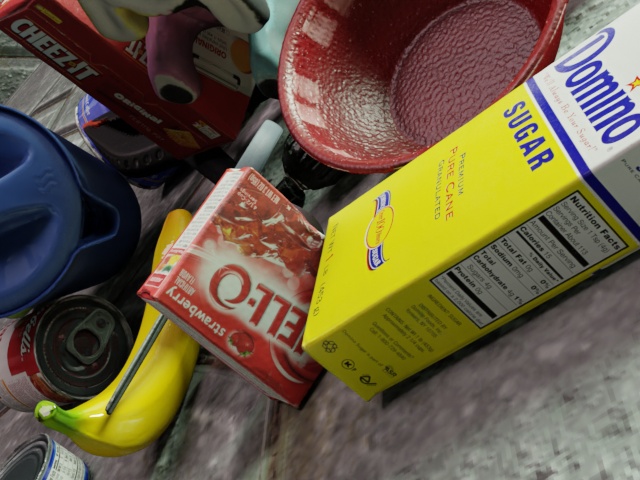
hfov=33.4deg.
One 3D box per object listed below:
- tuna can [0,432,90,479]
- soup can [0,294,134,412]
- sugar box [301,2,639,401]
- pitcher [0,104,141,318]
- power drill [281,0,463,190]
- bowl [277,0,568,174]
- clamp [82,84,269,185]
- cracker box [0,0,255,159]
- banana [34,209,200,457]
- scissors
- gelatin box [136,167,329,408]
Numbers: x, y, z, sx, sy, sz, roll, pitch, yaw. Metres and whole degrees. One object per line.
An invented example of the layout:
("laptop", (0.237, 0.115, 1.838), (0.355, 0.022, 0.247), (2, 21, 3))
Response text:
("tuna can", (-0.172, 0.157, 0.618), (0.086, 0.033, 0.086), (-40, 23, 21))
("soup can", (-0.178, 0.078, 0.716), (0.102, 0.068, 0.068), (-20, 35, 52))
("sugar box", (0.073, -0.015, 0.417), (0.176, 0.048, 0.093), (-37, 24, 30))
("pitcher", (-0.214, -0.017, 0.759), (0.145, 0.149, 0.243), (-42, -2, 1))
("power drill", (0.034, -0.124, 0.668), (0.184, 0.057, 0.188), (-46, 23, 8))
("bowl", (0.058, -0.095, 0.525), (0.162, 0.055, 0.162), (-19, 57, 31))
("clamp", (-0.091, -0.094, 0.810), (0.210, 0.036, 0.164), (4, 49, 38))
("cracker box", (-0.108, -0.189, 0.737), (0.072, 0.164, 0.213), (-16, 49, 43))
("banana", (-0.093, 0.057, 0.593), (0.037, 0.069, 0.197), (-6, 30, 16))
("scissors", (-0.062, 0.001, 0.577), (0.096, 0.016, 0.201), (-59, 4, 33))
("gelatin box", (-0.026, 0.022, 0.486), (0.073, 0.089, 0.030), (-55, 23, -15))
